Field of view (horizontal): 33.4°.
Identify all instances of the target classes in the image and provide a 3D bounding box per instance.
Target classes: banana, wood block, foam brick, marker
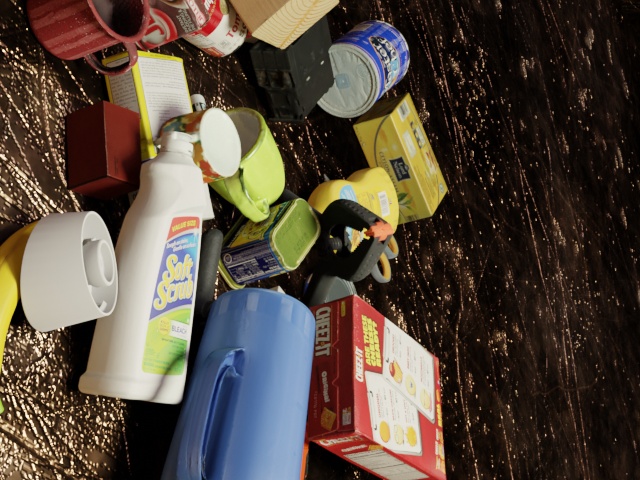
[{"bbox_3d":[-0.259,0.044,0.889,0.069,0.037,0.197,76,21,-50],"label":"banana"},{"bbox_3d":[-0.080,-0.334,1.220,0.206,0.091,0.090,57,18,14],"label":"wood block"},{"bbox_3d":[-0.206,-0.085,1.016,0.052,0.051,0.078,19,62,-56],"label":"foam brick"},{"bbox_3d":[-0.124,-0.116,1.159,0.020,0.020,0.121,43,19,-45],"label":"marker"}]

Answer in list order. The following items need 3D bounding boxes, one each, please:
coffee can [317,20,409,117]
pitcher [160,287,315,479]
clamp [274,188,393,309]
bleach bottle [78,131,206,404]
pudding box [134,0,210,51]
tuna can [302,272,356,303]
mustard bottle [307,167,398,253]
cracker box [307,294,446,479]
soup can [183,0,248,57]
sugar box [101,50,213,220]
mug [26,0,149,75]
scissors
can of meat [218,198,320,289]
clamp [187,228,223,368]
[{"bbox_3d":[0.055,-0.241,1.489,0.140,0.103,0.103,-47,119,-57],"label":"coffee can"},{"bbox_3d":[-0.075,0.164,1.002,0.144,0.149,0.242,23,54,-20],"label":"pitcher"},{"bbox_3d":[0.009,-0.004,1.234,0.036,0.210,0.164,-12,81,-33],"label":"clamp"},{"bbox_3d":[-0.155,0.021,0.987,0.102,0.068,0.251,23,72,-60],"label":"bleach bottle"},{"bbox_3d":[-0.179,-0.257,1.099,0.113,0.090,0.039,63,30,-22],"label":"pudding box"},{"bbox_3d":[0.013,0.078,1.349,0.086,0.034,0.086,32,51,-52],"label":"tuna can"},{"bbox_3d":[0.030,-0.033,1.389,0.191,0.058,0.096,-23,105,-53],"label":"mustard bottle"},{"bbox_3d":[0.066,0.181,1.242,0.213,0.072,0.164,38,43,-47],"label":"cracker box"},{"bbox_3d":[-0.135,-0.256,1.199,0.102,0.069,0.068,26,56,-55],"label":"soup can"},{"bbox_3d":[-0.167,-0.103,1.101,0.093,0.048,0.176,-7,87,-61],"label":"sugar box"},{"bbox_3d":[-0.218,-0.211,1.018,0.117,0.082,0.093,62,32,-24],"label":"mug"},{"bbox_3d":[0.056,-0.008,1.480,0.201,0.016,0.096,35,49,-50],"label":"scissors"},{"bbox_3d":[-0.058,0.001,1.197,0.057,0.084,0.102,58,37,-20],"label":"can of meat"},{"bbox_3d":[-0.125,0.067,1.106,0.120,0.039,0.171,66,31,-15],"label":"clamp"}]
